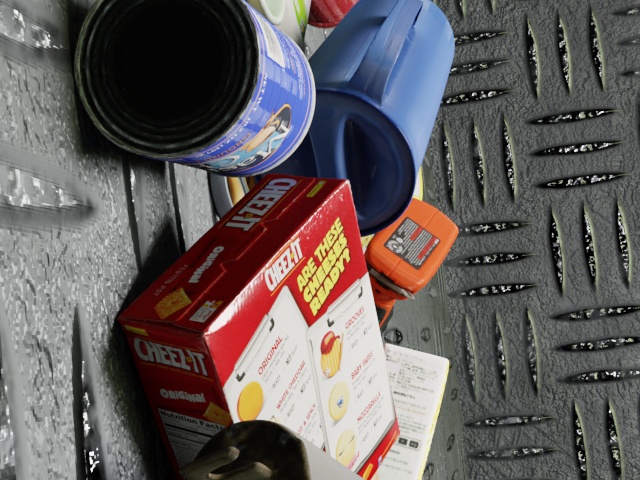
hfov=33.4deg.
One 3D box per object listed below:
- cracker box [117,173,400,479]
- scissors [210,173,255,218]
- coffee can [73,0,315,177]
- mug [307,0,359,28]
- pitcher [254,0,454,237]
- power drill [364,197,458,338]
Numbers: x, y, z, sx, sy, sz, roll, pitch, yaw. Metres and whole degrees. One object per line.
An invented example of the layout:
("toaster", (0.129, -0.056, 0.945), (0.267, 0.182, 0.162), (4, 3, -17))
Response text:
("cracker box", (-0.028, 0.090, 0.670), (0.164, 0.072, 0.213), (-49, 135, -44))
("scissors", (-0.056, 0.001, 0.847), (0.096, 0.016, 0.202), (-69, 150, -64))
("coffee can", (-0.067, -0.092, 0.620), (0.140, 0.103, 0.103), (3, 80, -79))
("mug", (-0.007, -0.291, 1.128), (0.117, 0.093, 0.081), (54, 6, 21))
("pitcher", (0.044, -0.127, 0.897), (0.145, 0.149, 0.242), (61, 31, -25))
("power drill", (0.048, 0.053, 0.927), (0.184, 0.057, 0.188), (-51, 172, -51))
